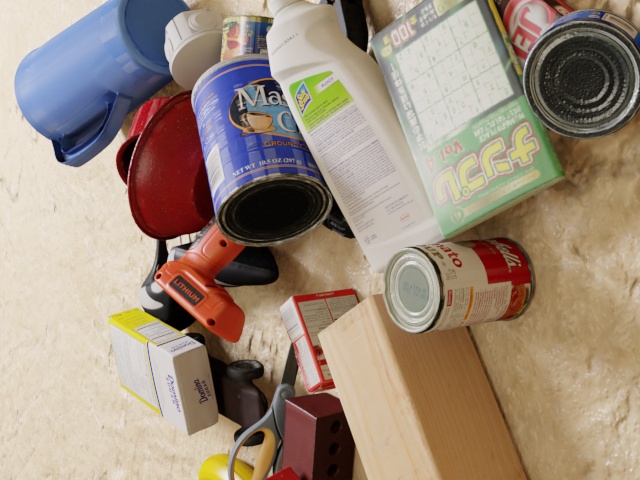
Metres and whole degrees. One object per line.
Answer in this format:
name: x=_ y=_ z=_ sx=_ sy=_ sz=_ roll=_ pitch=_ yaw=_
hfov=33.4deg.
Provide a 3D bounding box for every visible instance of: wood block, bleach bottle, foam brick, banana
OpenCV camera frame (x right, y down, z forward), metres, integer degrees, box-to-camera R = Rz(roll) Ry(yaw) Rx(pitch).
wood block: x=0.086 y=0.150 z=0.878 sx=0.090 sy=0.090 sz=0.206 roll=-41 pitch=62 yaw=47
bleach bottle: x=0.030 y=-0.104 z=0.882 sx=0.103 sy=0.067 sz=0.251 roll=-31 pitch=85 yaw=36
foam brick: x=-0.001 y=0.193 z=1.027 sx=0.051 sy=0.052 sz=0.078 roll=18 pitch=109 yaw=50
banana: x=-0.080 y=0.278 z=1.154 sx=0.198 sy=0.037 sz=0.069 roll=22 pitch=130 yaw=51

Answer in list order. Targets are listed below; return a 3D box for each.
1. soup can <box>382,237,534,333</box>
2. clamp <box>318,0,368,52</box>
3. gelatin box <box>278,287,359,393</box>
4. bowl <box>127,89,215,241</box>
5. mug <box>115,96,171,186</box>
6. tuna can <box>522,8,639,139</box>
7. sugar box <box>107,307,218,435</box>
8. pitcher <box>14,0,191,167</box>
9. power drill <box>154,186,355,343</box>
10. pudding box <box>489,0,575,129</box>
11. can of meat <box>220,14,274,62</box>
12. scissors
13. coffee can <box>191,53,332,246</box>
soup can: x=0.107 y=0.034 z=0.829 sx=0.069 sy=0.102 sz=0.068 roll=8 pitch=100 yaw=52
clamp: x=0.016 y=-0.148 z=0.979 sx=0.120 sy=0.039 sz=0.171 roll=37 pitch=126 yaw=44
gelatin box: x=0.010 y=0.092 z=0.985 sx=0.030 sy=0.073 sz=0.089 roll=-41 pitch=63 yaw=47
bowl: x=-0.122 y=-0.069 z=1.088 sx=0.055 sy=0.161 sz=0.162 roll=20 pitch=111 yaw=28
mug: x=-0.165 y=-0.096 z=1.176 sx=0.093 sy=0.117 sz=0.081 roll=-23 pitch=35 yaw=21
tuna can: x=0.184 y=-0.114 z=0.736 sx=0.086 sy=0.033 sz=0.086 roll=9 pitch=116 yaw=20
sugar box: x=-0.174 y=0.139 z=1.168 sx=0.177 sy=0.048 sz=0.093 roll=17 pitch=121 yaw=53
pitcher: x=-0.248 y=-0.196 z=1.246 sx=0.243 sy=0.144 sz=0.149 roll=-19 pitch=108 yaw=49
power drill: x=-0.057 y=0.001 z=1.014 sx=0.185 sy=0.057 sz=0.187 roll=34 pitch=86 yaw=38
pudding box: x=0.149 y=-0.134 z=0.808 sx=0.090 sy=0.039 sz=0.114 roll=52 pitch=131 yaw=36
can of meat: x=-0.065 y=-0.177 z=1.054 sx=0.102 sy=0.057 sz=0.084 roll=-153 pitch=67 yaw=-68
scissors: x=-0.022 y=0.168 z=1.067 sx=0.202 sy=0.096 sz=0.016 roll=-61 pitch=12 yaw=-2
coffee can: x=-0.054 y=-0.080 z=0.951 sx=0.103 sy=0.102 sz=0.140 roll=-50 pitch=43 yaw=42
